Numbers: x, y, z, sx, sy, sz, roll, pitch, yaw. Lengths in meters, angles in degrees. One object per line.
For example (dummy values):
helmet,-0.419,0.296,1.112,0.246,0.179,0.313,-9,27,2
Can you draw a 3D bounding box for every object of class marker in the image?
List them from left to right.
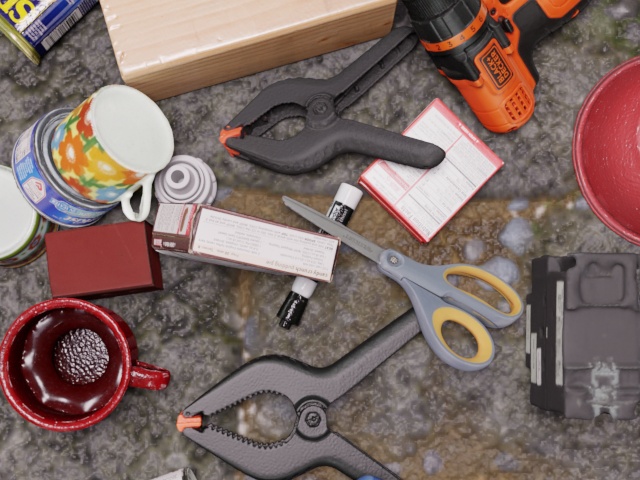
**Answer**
marker,-0.002,0.013,0.823,0.020,0.020,0.121,26,85,2

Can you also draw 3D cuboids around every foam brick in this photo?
foam brick,-0.163,0.016,0.805,0.078,0.053,0.051,-8,85,-1

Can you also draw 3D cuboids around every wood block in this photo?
wood block,-0.055,-0.180,0.805,0.206,0.090,0.091,-16,84,-2

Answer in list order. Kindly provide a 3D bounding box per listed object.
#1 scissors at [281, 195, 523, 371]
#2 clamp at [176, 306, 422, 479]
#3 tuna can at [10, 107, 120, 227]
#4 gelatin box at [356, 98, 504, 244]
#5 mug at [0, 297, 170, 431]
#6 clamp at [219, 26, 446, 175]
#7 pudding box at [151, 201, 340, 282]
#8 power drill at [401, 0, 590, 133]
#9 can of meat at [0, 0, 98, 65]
scissors,0.057,0.035,0.796,0.201,0.016,0.096,18,56,-9
clamp,0.000,0.143,0.803,0.210,0.036,0.164,-8,85,-5
tuna can,-0.184,-0.055,0.795,0.034,0.085,0.086,-30,85,39
gelatin box,0.084,-0.052,0.825,0.073,0.030,0.089,44,86,2
mug,-0.167,0.090,0.782,0.117,0.081,0.093,9,88,-1
clamp,0.008,-0.103,0.816,0.171,0.039,0.120,-4,62,10
pudding box,-0.055,0.001,0.770,0.113,0.090,0.039,11,86,-26
power drill,0.147,-0.198,0.786,0.187,0.057,0.184,-46,129,-6
can of meat,-0.227,-0.201,0.822,0.102,0.057,0.084,44,84,3
